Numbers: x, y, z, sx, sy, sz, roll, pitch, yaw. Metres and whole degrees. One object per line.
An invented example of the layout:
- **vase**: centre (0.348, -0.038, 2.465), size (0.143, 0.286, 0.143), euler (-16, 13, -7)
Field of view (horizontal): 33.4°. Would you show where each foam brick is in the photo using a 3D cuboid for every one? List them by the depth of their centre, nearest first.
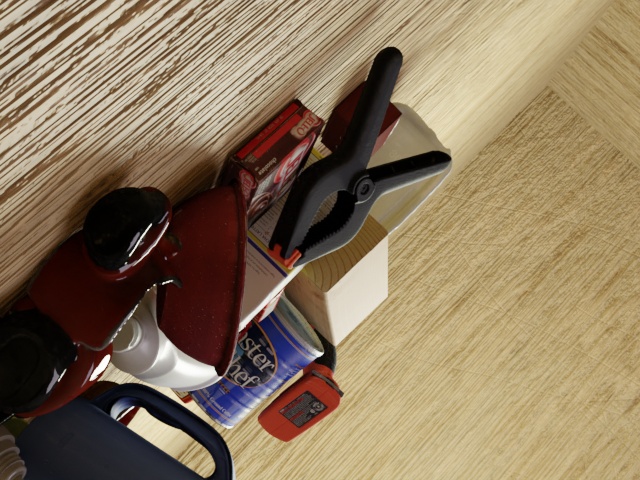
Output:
- **foam brick**: centre (0.042, -0.118, 1.111), size (0.051, 0.053, 0.078), euler (-44, 173, -22)

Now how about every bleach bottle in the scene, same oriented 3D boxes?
- **bleach bottle**: centre (-0.146, 0.091, 0.964), size (0.068, 0.102, 0.251), euler (-17, 174, 4)

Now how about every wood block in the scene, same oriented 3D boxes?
- **wood block**: centre (0.012, 0.029, 1.150), size (0.090, 0.090, 0.206), euler (-42, 163, -11)

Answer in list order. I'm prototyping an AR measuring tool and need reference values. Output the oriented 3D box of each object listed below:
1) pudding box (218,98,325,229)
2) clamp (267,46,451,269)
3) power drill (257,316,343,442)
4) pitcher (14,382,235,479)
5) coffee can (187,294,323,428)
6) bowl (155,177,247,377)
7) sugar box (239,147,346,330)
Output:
- **pudding box**: centre (-0.048, -0.061, 0.932), size (0.090, 0.039, 0.114), euler (-44, 174, -29)
- **clamp**: centre (0.036, -0.053, 0.982), size (0.210, 0.036, 0.164), euler (-52, 139, -6)
- **power drill**: centre (-0.026, 0.159, 1.325), size (0.185, 0.057, 0.187), euler (-41, -159, 28)
- **pitcher**: centre (-0.136, 0.231, 0.885), size (0.144, 0.243, 0.149), euler (-10, 122, -66)
- **coffee can**: centre (-0.082, 0.133, 1.229), size (0.140, 0.103, 0.102), euler (-40, 175, 6)
- **bowl**: centre (-0.099, 0.027, 0.855), size (0.162, 0.055, 0.162), euler (-175, -90, -77)
- **sugar box**: centre (-0.049, -0.007, 1.022), size (0.176, 0.093, 0.048), euler (-44, 173, -14)
